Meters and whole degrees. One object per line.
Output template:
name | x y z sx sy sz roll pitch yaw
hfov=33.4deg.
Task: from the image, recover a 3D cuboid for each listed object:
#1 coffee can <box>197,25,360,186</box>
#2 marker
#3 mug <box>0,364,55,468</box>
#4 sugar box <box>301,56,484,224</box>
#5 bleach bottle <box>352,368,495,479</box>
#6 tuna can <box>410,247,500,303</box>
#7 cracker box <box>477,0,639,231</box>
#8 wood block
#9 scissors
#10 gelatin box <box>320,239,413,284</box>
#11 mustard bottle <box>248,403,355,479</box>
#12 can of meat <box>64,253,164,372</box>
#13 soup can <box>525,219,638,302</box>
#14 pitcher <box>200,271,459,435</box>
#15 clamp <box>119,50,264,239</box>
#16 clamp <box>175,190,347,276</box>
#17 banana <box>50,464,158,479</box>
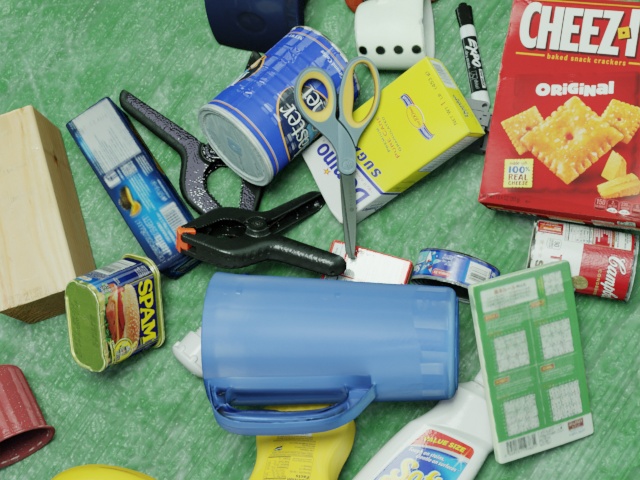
coffee can | -0.042 -0.140 1.107 0.103 0.103 0.140 40 70 14
marker | 0.164 -0.200 1.151 0.020 0.020 0.121 -10 76 6
mug | -0.342 0.189 1.113 0.117 0.093 0.081 -44 66 35
sugar box | 0.070 -0.099 1.092 0.176 0.048 0.093 -35 73 26
bleach bottle | 0.092 0.226 1.047 0.102 0.068 0.251 36 83 11
tuna can | 0.136 0.036 1.069 0.086 0.086 0.033 15 79 11
cracker box | 0.255 -0.126 1.045 0.164 0.072 0.214 10 88 21
wood block | -0.311 -0.026 1.146 0.090 0.091 0.206 -18 76 3
scissors | 0.009 -0.087 1.066 0.096 0.016 0.202 10 98 -13
gelatin box | 0.045 0.046 1.109 0.089 0.030 0.073 16 82 12
mustard bottle | -0.028 0.244 1.018 0.096 0.058 0.191 -1 47 17
can of meat | -0.211 0.074 1.090 0.058 0.083 0.102 13 114 35
soup can | 0.259 0.019 1.063 0.102 0.068 0.068 9 79 10
pitcher | 0.010 0.105 1.026 0.243 0.145 0.149 0 89 9
clamp | -0.107 -0.102 1.160 0.164 0.036 0.210 -25 78 -4
clamp | -0.057 0.001 1.082 0.171 0.039 0.120 -11 38 -17
banana | -0.204 0.267 1.097 0.198 0.037 0.069 5 96 11
